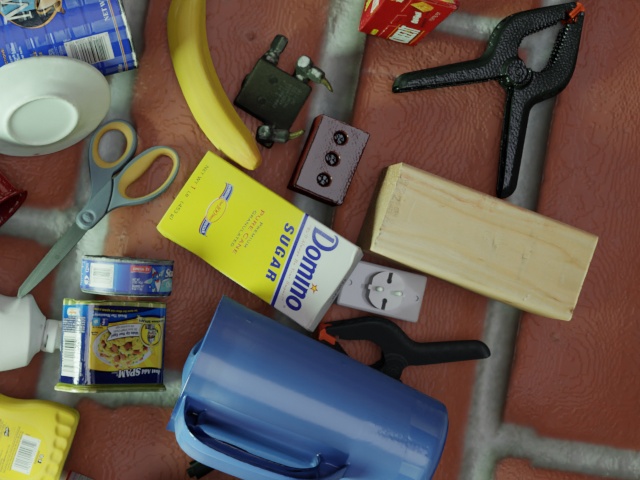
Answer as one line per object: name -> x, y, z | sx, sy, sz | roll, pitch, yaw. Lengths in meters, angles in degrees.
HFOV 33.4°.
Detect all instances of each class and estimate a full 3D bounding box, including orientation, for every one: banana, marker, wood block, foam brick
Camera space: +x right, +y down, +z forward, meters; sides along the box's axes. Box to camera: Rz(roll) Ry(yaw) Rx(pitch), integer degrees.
banana -> -0.108, -0.158, 1.022 | 0.037, 0.070, 0.198 | -19, 96, -40
marker -> -0.075, 0.199, 1.042 | 0.121, 0.020, 0.020 | -27, 93, -9
wood block -> 0.150, 0.002, 1.047 | 0.206, 0.091, 0.090 | 20, 87, -9
foam brick -> 0.007, -0.078, 1.044 | 0.053, 0.051, 0.078 | 22, 85, -9

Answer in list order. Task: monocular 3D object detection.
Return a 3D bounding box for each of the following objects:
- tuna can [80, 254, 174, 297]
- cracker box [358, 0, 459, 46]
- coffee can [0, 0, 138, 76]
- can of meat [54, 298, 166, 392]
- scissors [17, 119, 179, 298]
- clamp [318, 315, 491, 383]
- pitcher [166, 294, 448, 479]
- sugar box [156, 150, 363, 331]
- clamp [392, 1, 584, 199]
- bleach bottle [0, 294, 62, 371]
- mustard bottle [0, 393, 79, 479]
tuna can -> -0.180, 0.033, 0.995 | 0.086, 0.086, 0.034 | 4, 90, -9
cracker box -> 0.107, -0.307, 1.008 | 0.072, 0.164, 0.214 | 15, 86, -7
coffee can -> -0.249, -0.190, 0.978 | 0.140, 0.103, 0.103 | -17, 92, -9
can of meat -> -0.192, 0.097, 0.991 | 0.101, 0.058, 0.084 | 6, 84, -42
scissors -> -0.226, -0.040, 1.008 | 0.201, 0.016, 0.096 | -36, 88, -18
clamp -> 0.072, 0.135, 1.059 | 0.171, 0.039, 0.120 | 18, 91, -2
pitcher -> -0.013, 0.161, 0.975 | 0.243, 0.145, 0.149 | 23, 76, -2
sugar box -> -0.057, 0.001, 1.014 | 0.176, 0.048, 0.093 | 32, 86, 10
clamp -> 0.198, -0.157, 1.084 | 0.210, 0.036, 0.164 | -39, 95, -8
bleach bottle -> -0.359, 0.060, 0.978 | 0.250, 0.068, 0.102 | 11, 86, -12
mustard bottle -> -0.327, 0.174, 0.982 | 0.191, 0.058, 0.096 | 19, 87, -9
